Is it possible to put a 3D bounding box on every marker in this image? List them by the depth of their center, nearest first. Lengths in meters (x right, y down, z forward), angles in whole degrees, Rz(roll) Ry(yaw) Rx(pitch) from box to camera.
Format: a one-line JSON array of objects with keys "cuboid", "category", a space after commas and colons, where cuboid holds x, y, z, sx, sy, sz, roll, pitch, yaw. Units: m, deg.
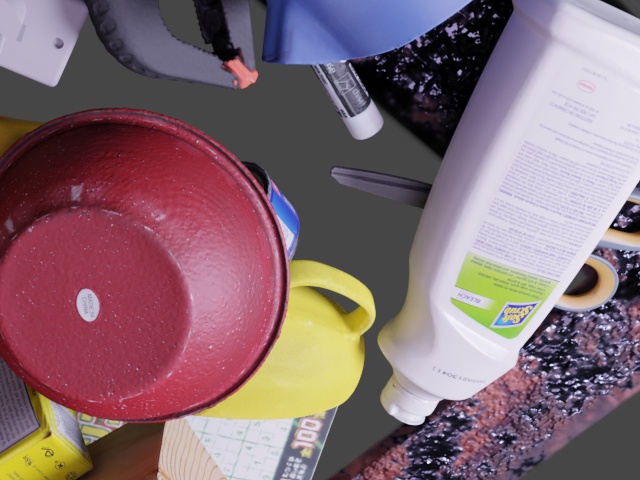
[{"cuboid": [-0.003, -0.101, 0.534, 0.020, 0.020, 0.121, -26, 124, 12], "category": "marker"}]

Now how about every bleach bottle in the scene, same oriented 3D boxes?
[{"cuboid": [0.092, -0.006, 0.567, 0.102, 0.068, 0.251, 20, 116, -16], "category": "bleach bottle"}]

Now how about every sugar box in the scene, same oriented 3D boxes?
[{"cuboid": [-0.213, 0.130, 0.562, 0.176, 0.093, 0.048, -35, 129, -3], "category": "sugar box"}]

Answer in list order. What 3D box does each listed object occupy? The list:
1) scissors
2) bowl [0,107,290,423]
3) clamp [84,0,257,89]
[{"cuboid": [0.101, 0.001, 0.620, 0.201, 0.016, 0.096, 1, 125, -7], "category": "scissors"}, {"cuboid": [-0.097, 0.022, 0.494, 0.162, 0.055, 0.162, 2, 106, 6], "category": "bowl"}, {"cuboid": [-0.090, -0.124, 0.470, 0.120, 0.039, 0.171, -41, 125, -15], "category": "clamp"}]
